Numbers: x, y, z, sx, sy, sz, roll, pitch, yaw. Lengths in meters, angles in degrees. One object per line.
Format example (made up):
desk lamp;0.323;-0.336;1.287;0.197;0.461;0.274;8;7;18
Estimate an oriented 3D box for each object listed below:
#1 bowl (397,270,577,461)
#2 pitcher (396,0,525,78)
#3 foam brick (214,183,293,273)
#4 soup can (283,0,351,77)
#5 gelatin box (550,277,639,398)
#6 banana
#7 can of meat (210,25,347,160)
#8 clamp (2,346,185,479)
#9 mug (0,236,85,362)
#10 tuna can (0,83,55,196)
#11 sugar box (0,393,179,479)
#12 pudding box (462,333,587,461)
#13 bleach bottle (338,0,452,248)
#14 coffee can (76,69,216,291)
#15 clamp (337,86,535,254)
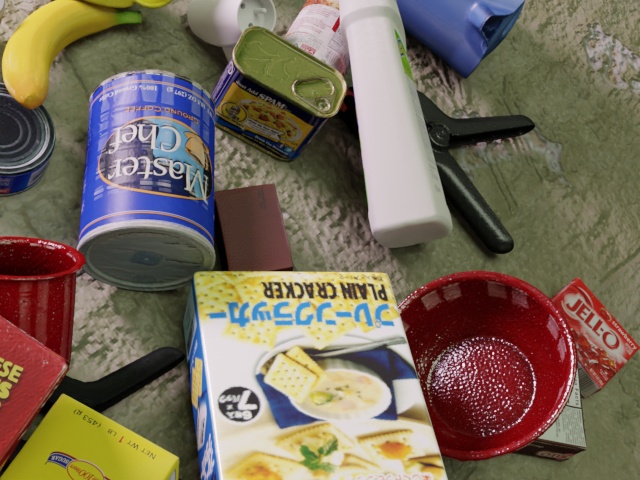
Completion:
bowl;0.126;0.107;0.861;0.162;0.055;0.162;-8;59;13
pitcher;0.094;-0.285;1.075;0.243;0.149;0.145;36;68;-1
foam brick;-0.056;0.001;0.863;0.053;0.051;0.078;-8;67;-10
soup can;-0.002;-0.177;0.990;0.068;0.069;0.102;32;53;-7
gelatin box;0.242;0.089;0.988;0.073;0.030;0.089;-35;82;-37
banana;-0.215;-0.161;0.866;0.070;0.037;0.197;8;34;14
can of meat;-0.041;-0.124;0.930;0.102;0.084;0.057;29;54;-10
clamp;-0.168;0.121;0.755;0.171;0.039;0.120;13;50;-19
mug;-0.220;0.046;0.735;0.117;0.081;0.093;17;18;31
tuna can;-0.250;-0.079;0.829;0.086;0.034;0.086;12;58;-21
sugar box;-0.171;0.191;0.659;0.093;0.048;0.176;26;55;9
pudding box;0.172;0.135;0.922;0.113;0.039;0.090;15;57;-21
bleach bottle;0.058;-0.125;0.939;0.068;0.102;0.251;-12;78;9
coffee can;-0.132;-0.045;0.827;0.102;0.103;0.140;10;59;-22
clamp;0.114;-0.098;1.024;0.210;0.036;0.164;30;54;-8
